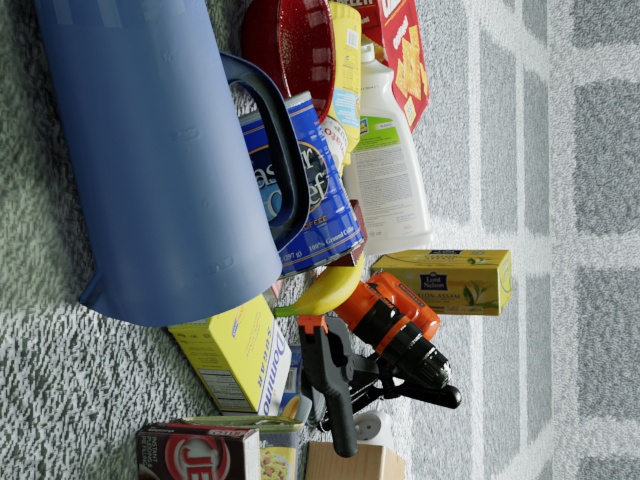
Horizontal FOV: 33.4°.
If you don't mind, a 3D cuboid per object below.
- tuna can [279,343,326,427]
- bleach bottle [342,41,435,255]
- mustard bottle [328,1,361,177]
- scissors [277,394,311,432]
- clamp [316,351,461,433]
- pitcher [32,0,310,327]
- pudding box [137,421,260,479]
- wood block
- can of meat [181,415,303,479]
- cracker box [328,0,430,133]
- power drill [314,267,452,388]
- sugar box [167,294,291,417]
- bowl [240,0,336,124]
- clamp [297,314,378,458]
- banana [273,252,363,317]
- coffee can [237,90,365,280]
[{"bbox_3d":[-0.021,0.149,1.107,0.086,0.034,0.086,-1,90,-70],"label":"tuna can"},{"bbox_3d":[0.072,-0.112,1.270,0.068,0.102,0.251,-118,-162,-68],"label":"bleach bottle"},{"bbox_3d":[0.012,-0.158,1.170,0.096,0.058,0.191,2,87,-68],"label":"mustard bottle"},{"bbox_3d":[-0.070,0.229,0.978,0.201,0.016,0.096,-58,-166,-14],"label":"scissors"},{"bbox_3d":[0.089,0.168,1.258,0.210,0.165,0.036,-52,131,-73],"label":"clamp"},{"bbox_3d":[-0.106,-0.075,0.742,0.149,0.145,0.243,-56,138,-63],"label":"pitcher"},{"bbox_3d":[-0.092,0.201,0.830,0.039,0.090,0.113,-20,108,-69],"label":"pudding box"},{"bbox_3d":[0.030,0.331,1.155,0.090,0.091,0.206,48,45,-60],"label":"wood block"},{"bbox_3d":[-0.067,0.193,0.898,0.101,0.058,0.084,4,87,-31],"label":"can of meat"},{"bbox_3d":[0.078,-0.243,1.333,0.164,0.072,0.214,-59,142,-56],"label":"cracker box"},{"bbox_3d":[0.088,0.095,1.238,0.057,0.184,0.187,-49,168,8],"label":"power drill"},{"bbox_3d":[-0.075,0.089,0.945,0.176,0.048,0.093,64,32,-47],"label":"sugar box"},{"bbox_3d":[-0.035,-0.190,1.048,0.162,0.055,0.162,-1,90,-70],"label":"bowl"},{"bbox_3d":[0.015,0.143,1.096,0.171,0.039,0.120,54,35,-47],"label":"clamp"},{"bbox_3d":[0.012,0.026,1.144,0.197,0.069,0.037,-60,166,-55],"label":"banana"},{"bbox_3d":[-0.033,-0.047,0.933,0.140,0.103,0.102,69,24,-8],"label":"coffee can"}]
